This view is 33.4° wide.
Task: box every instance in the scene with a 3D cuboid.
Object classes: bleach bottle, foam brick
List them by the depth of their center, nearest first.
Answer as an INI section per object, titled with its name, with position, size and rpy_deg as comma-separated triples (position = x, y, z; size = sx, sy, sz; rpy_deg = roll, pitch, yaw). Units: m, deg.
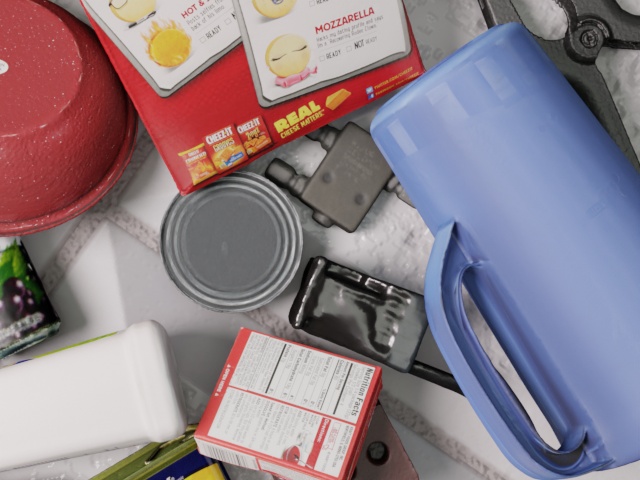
[bleach bottle]
position = -0.204, 0.107, 0.598
size = 0.250, 0.102, 0.068
rpy_deg = -14, 83, -6
[foam brick]
position = 0.012, 0.134, 0.641
size = 0.078, 0.051, 0.053
rpy_deg = -28, 91, -5

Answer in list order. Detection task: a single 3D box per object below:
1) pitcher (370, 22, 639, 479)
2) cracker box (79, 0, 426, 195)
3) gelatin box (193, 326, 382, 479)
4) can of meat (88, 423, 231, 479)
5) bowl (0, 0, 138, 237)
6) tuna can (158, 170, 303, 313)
[pitcher]
position = 0.129, 0.006, 0.612
size = 0.145, 0.149, 0.243
rpy_deg = -35, 90, 18
[cracker box]
position = -0.051, -0.154, 0.583
size = 0.164, 0.072, 0.213
rpy_deg = -27, 126, -4
[gelatin box]
position = -0.017, 0.097, 0.604
size = 0.089, 0.030, 0.073
rpy_deg = 15, 60, 12
[can of meat]
position = -0.093, 0.166, 0.616
size = 0.101, 0.058, 0.084
rpy_deg = -28, 94, -34
[bowl]
position = -0.181, -0.086, 0.600
size = 0.162, 0.055, 0.162
rpy_deg = 5, 66, -12
[tuna can]
position = -0.054, 0.001, 0.648
size = 0.086, 0.034, 0.086
rpy_deg = 0, 89, -5
